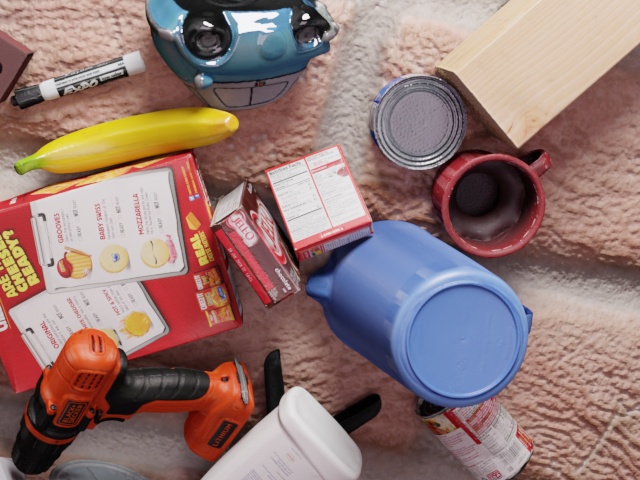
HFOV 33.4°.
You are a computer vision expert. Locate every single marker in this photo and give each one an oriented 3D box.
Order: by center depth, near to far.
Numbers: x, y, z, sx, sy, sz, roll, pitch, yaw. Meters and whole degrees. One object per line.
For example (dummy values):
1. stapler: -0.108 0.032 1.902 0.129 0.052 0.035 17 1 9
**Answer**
1. marker: -0.215 -0.141 0.943 0.121 0.020 0.020 -18 104 -2

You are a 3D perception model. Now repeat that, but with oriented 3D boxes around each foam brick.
1. foam brick: -0.294 -0.160 0.914 0.078 0.051 0.053 32 97 -12

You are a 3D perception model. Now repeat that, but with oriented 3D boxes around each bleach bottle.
1. bleach bottle: -0.083 0.249 0.996 0.251 0.068 0.102 -40 98 17

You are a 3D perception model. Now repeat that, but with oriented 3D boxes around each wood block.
1. wood block: 0.215 -0.186 0.941 0.206 0.090 0.090 -41 103 5

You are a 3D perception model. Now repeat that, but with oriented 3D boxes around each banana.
1. banana: -0.163 -0.085 0.930 0.198 0.069 0.037 -13 116 8

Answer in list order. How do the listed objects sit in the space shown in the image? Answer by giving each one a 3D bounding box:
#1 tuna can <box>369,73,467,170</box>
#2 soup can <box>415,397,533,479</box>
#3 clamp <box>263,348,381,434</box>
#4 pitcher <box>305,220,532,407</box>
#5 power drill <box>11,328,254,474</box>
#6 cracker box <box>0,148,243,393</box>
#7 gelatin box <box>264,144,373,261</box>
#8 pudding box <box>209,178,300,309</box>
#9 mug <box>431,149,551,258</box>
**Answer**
1. tuna can: 0.088 -0.109 0.974 0.086 0.034 0.086 -1 103 -6
2. soup can: 0.149 0.179 1.027 0.068 0.068 0.102 -41 104 4
3. clamp: -0.034 0.188 1.026 0.120 0.039 0.171 35 98 -4
4. pitcher: 0.095 0.060 0.906 0.149 0.243 0.145 -38 102 -4
5. power drill: -0.168 0.156 0.955 0.187 0.057 0.185 10 134 -31
6. cracker box: -0.193 0.024 0.956 0.213 0.072 0.164 -16 103 -1
7. gelatin box: -0.001 -0.035 0.961 0.073 0.030 0.089 -21 64 -1
8. pudding box: -0.056 0.001 0.943 0.039 0.113 0.090 -32 104 5
9. mug: 0.157 -0.045 0.970 0.117 0.081 0.093 -38 104 3
